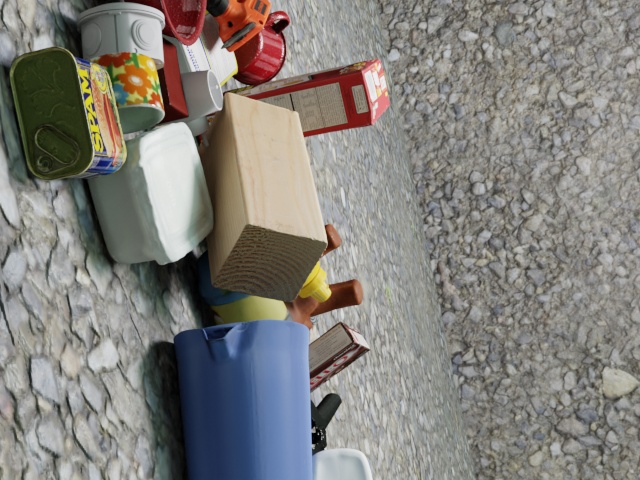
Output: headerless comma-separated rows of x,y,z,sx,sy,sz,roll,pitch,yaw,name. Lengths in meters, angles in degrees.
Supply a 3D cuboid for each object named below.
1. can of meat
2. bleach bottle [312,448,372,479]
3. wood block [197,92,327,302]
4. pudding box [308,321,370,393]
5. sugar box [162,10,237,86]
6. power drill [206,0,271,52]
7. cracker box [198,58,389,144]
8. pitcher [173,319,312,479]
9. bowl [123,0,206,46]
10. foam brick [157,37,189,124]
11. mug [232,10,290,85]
-0.202,-0.100,0.869,0.084,0.057,0.102,-13,91,-80,can of meat
-0.005,0.291,1.145,0.251,0.068,0.102,122,-35,-66,bleach bottle
-0.064,-0.047,1.099,0.091,0.090,0.206,-59,-151,36,wood block
0.003,0.156,1.386,0.039,0.113,0.090,53,6,18,pudding box
-0.147,-0.217,1.246,0.176,0.048,0.093,-61,136,-66,sugar box
-0.138,-0.320,1.242,0.187,0.057,0.184,46,26,-21,power drill
-0.032,-0.163,1.311,0.164,0.214,0.072,-56,134,-72,cracker box
-0.065,0.204,1.023,0.149,0.145,0.243,6,70,-33,pitcher
-0.163,-0.274,1.067,0.162,0.055,0.162,-2,90,-78,bowl
-0.171,-0.159,1.070,0.051,0.053,0.078,18,59,-75,foam brick
-0.090,-0.258,1.386,0.093,0.117,0.081,60,16,8,mug
